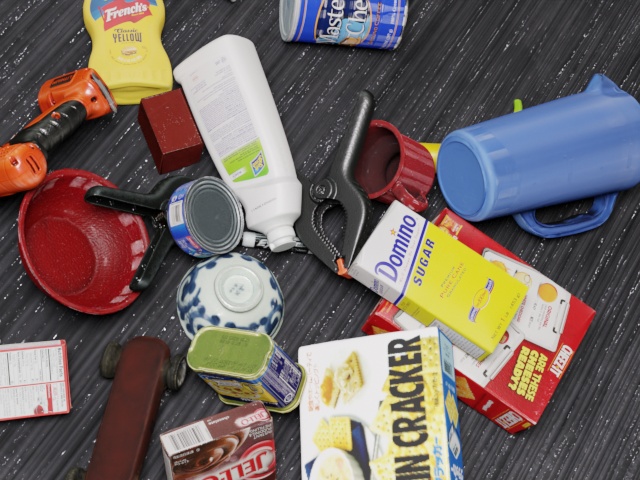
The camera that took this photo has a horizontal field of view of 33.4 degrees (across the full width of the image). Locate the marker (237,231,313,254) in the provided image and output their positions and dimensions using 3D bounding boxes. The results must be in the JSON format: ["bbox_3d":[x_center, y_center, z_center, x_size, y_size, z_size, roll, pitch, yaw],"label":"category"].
[{"bbox_3d":[-0.058,0.001,1.226,0.121,0.020,0.020,6,67,-11],"label":"marker"}]

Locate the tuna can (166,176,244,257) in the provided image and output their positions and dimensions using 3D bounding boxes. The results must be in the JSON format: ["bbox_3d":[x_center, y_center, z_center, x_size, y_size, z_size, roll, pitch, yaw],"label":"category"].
[{"bbox_3d":[-0.126,-0.025,1.165,0.086,0.034,0.086,16,67,-44],"label":"tuna can"}]

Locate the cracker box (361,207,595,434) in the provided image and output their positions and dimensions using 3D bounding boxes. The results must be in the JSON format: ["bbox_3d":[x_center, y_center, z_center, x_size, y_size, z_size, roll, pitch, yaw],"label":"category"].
[{"bbox_3d":[0.180,0.092,1.218,0.213,0.072,0.164,35,65,1],"label":"cracker box"}]

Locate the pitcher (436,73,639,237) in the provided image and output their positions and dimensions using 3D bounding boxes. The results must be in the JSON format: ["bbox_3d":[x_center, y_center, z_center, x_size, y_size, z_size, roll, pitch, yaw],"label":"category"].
[{"bbox_3d":[0.263,-0.089,1.268,0.242,0.145,0.149,-16,66,-27],"label":"pitcher"}]

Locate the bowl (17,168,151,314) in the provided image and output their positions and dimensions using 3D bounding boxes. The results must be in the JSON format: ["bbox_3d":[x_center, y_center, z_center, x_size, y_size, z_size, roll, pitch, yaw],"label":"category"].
[{"bbox_3d":[-0.261,0.008,1.133,0.161,0.055,0.162,23,55,-38],"label":"bowl"}]

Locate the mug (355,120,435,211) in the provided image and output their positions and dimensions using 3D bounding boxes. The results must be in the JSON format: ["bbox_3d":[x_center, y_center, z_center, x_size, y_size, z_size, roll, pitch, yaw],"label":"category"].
[{"bbox_3d":[0.086,-0.077,1.238,0.081,0.093,0.117,17,30,-51],"label":"mug"}]

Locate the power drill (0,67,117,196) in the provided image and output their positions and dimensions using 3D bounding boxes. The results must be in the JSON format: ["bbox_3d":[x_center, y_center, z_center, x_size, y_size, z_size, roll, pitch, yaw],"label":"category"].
[{"bbox_3d":[-0.321,-0.107,1.152,0.187,0.185,0.057,-55,127,-39],"label":"power drill"}]

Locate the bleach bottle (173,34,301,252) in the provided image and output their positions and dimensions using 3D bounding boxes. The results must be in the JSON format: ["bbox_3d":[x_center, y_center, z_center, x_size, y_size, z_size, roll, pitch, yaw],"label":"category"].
[{"bbox_3d":[-0.086,-0.103,1.219,0.067,0.103,0.251,4,63,-55],"label":"bleach bottle"}]

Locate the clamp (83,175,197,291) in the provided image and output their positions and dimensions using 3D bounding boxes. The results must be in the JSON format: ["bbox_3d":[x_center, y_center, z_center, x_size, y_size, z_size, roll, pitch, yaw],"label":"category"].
[{"bbox_3d":[-0.178,-0.032,1.169,0.171,0.039,0.120,-42,108,-46],"label":"clamp"}]

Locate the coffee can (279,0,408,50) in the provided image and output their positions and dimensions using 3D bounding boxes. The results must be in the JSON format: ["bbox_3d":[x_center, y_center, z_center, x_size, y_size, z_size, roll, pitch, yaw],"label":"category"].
[{"bbox_3d":[0.027,-0.292,1.321,0.140,0.103,0.103,2,68,-13],"label":"coffee can"}]

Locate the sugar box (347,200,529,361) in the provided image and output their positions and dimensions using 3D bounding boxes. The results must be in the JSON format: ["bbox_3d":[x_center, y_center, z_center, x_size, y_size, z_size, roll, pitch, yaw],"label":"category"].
[{"bbox_3d":[0.128,0.043,1.158,0.176,0.048,0.093,34,67,0],"label":"sugar box"}]

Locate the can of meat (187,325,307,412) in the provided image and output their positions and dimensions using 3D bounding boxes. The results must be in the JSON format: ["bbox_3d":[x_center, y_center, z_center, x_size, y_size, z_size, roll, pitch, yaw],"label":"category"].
[{"bbox_3d":[-0.077,0.132,1.107,0.102,0.084,0.057,4,62,29],"label":"can of meat"}]

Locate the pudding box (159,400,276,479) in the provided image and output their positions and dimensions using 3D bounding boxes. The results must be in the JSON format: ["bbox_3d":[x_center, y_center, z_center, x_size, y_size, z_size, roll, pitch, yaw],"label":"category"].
[{"bbox_3d":[-0.102,0.220,1.085,0.113,0.090,0.039,-15,37,-17],"label":"pudding box"}]

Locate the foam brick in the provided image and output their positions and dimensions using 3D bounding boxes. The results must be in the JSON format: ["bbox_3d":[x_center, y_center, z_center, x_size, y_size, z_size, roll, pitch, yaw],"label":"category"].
[{"bbox_3d":[-0.173,-0.126,1.232,0.051,0.053,0.078,-18,74,-20],"label":"foam brick"}]

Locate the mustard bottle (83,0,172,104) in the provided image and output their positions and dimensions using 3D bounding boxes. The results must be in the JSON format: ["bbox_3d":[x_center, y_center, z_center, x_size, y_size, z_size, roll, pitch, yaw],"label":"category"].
[{"bbox_3d":[-0.232,-0.258,1.269,0.096,0.058,0.191,-5,69,-11],"label":"mustard bottle"}]

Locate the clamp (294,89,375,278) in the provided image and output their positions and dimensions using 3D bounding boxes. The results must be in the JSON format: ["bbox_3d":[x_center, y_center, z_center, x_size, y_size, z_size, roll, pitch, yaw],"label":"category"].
[{"bbox_3d":[0.015,-0.062,1.210,0.165,0.036,0.210,-28,68,19],"label":"clamp"}]

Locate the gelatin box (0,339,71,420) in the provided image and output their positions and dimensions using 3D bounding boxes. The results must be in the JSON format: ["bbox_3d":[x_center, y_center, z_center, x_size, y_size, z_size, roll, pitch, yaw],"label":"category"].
[{"bbox_3d":[-0.302,0.142,1.087,0.089,0.030,0.073,-5,98,-16],"label":"gelatin box"}]
